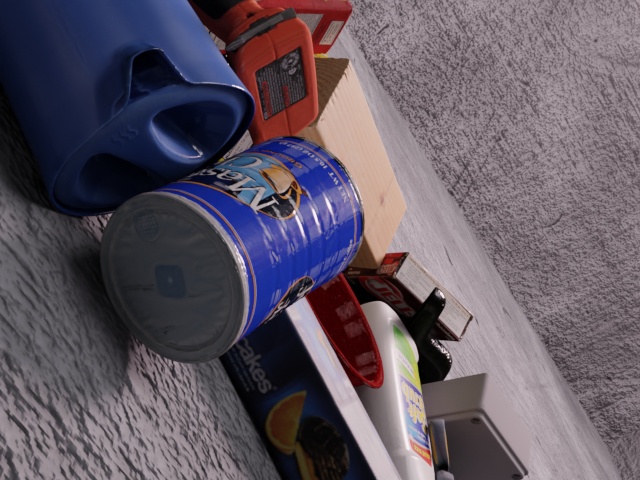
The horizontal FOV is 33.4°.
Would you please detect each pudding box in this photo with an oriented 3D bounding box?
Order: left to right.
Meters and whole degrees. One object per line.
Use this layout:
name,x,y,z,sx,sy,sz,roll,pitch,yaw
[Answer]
pudding box,0.092,0.059,1.118,0.113,0.039,0.090,41,-22,-24

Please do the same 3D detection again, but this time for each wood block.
wood block,0.006,-0.073,1.046,0.090,0.090,0.206,-63,146,-31

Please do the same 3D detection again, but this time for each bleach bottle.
bleach bottle,0.065,0.172,0.951,0.251,0.068,0.102,-100,163,-51

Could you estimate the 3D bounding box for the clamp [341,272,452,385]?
clamp,0.089,0.096,1.096,0.165,0.036,0.210,11,-33,44

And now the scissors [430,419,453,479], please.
scissors,0.115,0.215,1.013,0.201,0.016,0.096,57,26,-82

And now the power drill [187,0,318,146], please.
power drill,-0.076,-0.151,0.745,0.188,0.057,0.184,49,-14,26

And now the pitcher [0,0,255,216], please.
pitcher,-0.154,-0.141,0.670,0.144,0.149,0.243,-1,58,-59

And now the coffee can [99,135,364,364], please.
coffee can,-0.050,0.001,0.657,0.140,0.103,0.103,-31,92,-53

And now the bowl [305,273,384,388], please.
bowl,-0.009,0.065,0.906,0.162,0.055,0.162,56,13,-20
